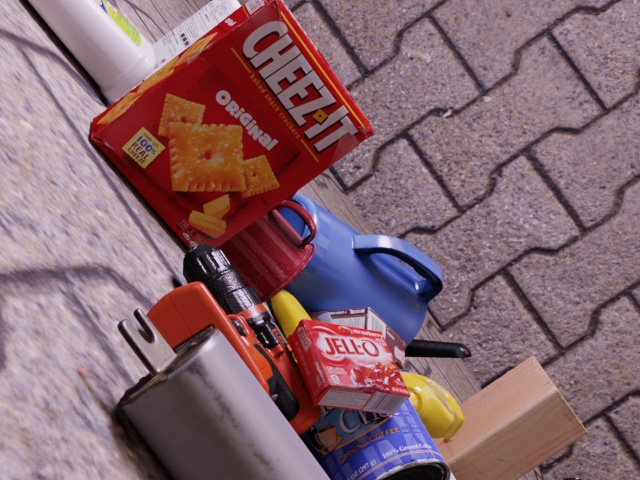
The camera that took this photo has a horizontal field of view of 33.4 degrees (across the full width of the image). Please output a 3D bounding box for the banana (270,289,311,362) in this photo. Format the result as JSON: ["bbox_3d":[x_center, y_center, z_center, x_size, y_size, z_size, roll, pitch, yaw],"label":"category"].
[{"bbox_3d":[-0.022,0.107,1.128,0.069,0.037,0.198,53,7,-18],"label":"banana"}]

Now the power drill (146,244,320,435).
[{"bbox_3d":[-0.072,0.076,0.839,0.184,0.057,0.187,56,7,10],"label":"power drill"}]

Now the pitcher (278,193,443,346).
[{"bbox_3d":[0.026,0.039,1.290,0.145,0.149,0.242,31,-5,45],"label":"pitcher"}]

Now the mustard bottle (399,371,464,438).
[{"bbox_3d":[0.111,0.189,1.232,0.096,0.058,0.191,39,2,17],"label":"mustard bottle"}]

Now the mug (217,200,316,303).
[{"bbox_3d":[-0.057,0.001,1.095,0.081,0.117,0.093,48,31,-14],"label":"mug"}]

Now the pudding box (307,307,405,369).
[{"bbox_3d":[0.039,0.119,1.254,0.113,0.090,0.039,48,42,-50],"label":"pudding box"}]

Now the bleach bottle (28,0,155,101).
[{"bbox_3d":[-0.275,-0.262,1.091,0.250,0.068,0.102,49,8,-26],"label":"bleach bottle"}]

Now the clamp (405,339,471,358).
[{"bbox_3d":[0.087,0.161,1.395,0.210,0.165,0.036,34,21,36],"label":"clamp"}]

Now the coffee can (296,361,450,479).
[{"bbox_3d":[0.038,0.170,0.949,0.102,0.103,0.140,46,12,-52],"label":"coffee can"}]

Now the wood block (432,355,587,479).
[{"bbox_3d":[0.227,0.256,1.390,0.090,0.206,0.091,51,8,-24],"label":"wood block"}]

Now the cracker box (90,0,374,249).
[{"bbox_3d":[-0.082,-0.107,1.005,0.164,0.214,0.072,52,8,-24],"label":"cracker box"}]

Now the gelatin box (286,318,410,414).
[{"bbox_3d":[0.024,0.105,0.894,0.089,0.030,0.073,14,37,-35],"label":"gelatin box"}]
